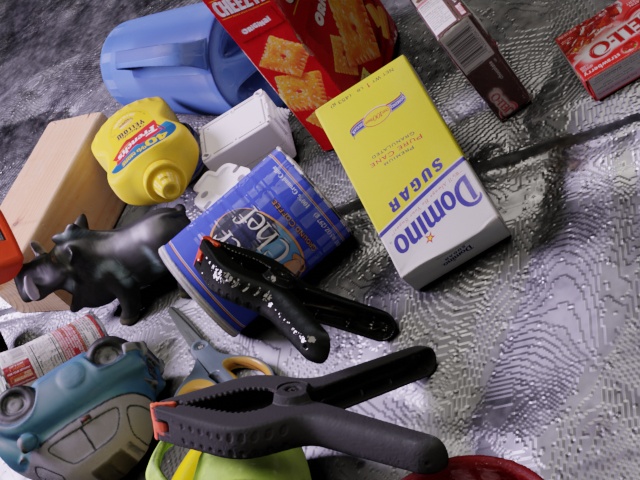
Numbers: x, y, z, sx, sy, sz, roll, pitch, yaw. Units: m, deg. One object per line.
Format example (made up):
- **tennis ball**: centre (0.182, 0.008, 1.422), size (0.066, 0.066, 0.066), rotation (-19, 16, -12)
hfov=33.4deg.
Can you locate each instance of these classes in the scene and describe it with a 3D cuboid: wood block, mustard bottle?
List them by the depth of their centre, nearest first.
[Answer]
- **mustard bottle**: centre (-0.172, -0.083, 1.078), size (0.096, 0.058, 0.192), rotation (-35, 31, -4)
- **wood block**: centre (-0.286, -0.032, 1.173), size (0.091, 0.090, 0.206), rotation (-5, 49, 36)

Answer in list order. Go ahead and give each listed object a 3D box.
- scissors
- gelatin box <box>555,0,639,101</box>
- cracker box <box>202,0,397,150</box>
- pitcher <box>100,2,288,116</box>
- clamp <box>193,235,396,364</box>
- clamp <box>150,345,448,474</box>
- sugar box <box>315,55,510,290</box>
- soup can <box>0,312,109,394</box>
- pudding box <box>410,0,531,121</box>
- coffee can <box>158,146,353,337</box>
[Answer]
- **scissors**: centre (-0.115, 0.110, 0.931), size (0.096, 0.016, 0.202), rotation (-33, 32, -28)
- **gelatin box**: centre (0.253, -0.167, 0.900), size (0.089, 0.030, 0.073), rotation (-31, 39, 13)
- **cracker box**: centre (-0.010, -0.218, 1.022), size (0.072, 0.213, 0.164), rotation (-13, 45, 31)
- **pitcher**: centre (-0.148, -0.200, 1.183), size (0.243, 0.149, 0.145), rotation (6, 57, 47)
- **clamp**: centre (-0.034, 0.045, 0.825), size (0.172, 0.120, 0.039), rotation (23, 100, 18)
- **clamp**: centre (-0.012, 0.121, 0.729), size (0.210, 0.036, 0.164), rotation (-6, 16, -2)
- **sugar box**: centre (0.073, -0.058, 0.879), size (0.093, 0.048, 0.176), rotation (-32, 61, 11)
- **soup can**: centre (-0.243, 0.116, 0.976), size (0.102, 0.068, 0.069), rotation (-23, 32, -23)
- **pudding box**: centre (0.131, -0.170, 0.938), size (0.039, 0.113, 0.090), rotation (-36, 37, 11)
- **coffee can**: centre (-0.056, 0.001, 0.936), size (0.140, 0.102, 0.103), rotation (-41, 38, -1)
